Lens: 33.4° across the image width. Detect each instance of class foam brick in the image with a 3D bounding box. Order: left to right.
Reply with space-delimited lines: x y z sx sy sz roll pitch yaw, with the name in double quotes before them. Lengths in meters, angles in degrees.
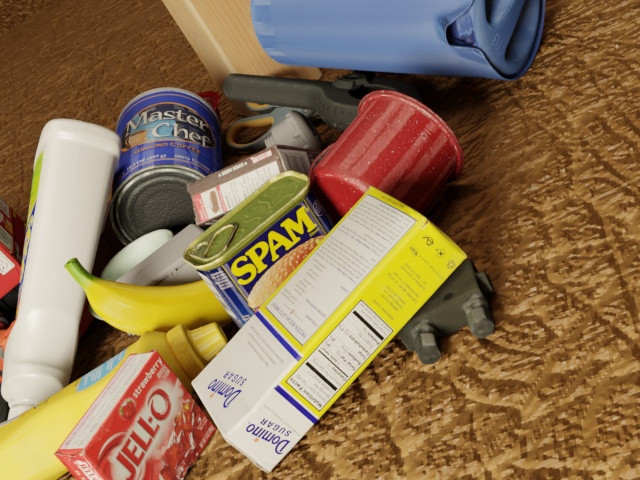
"foam brick" -0.211 0.008 1.028 0.053 0.051 0.078 -29 25 10

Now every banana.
"banana" -0.084 0.032 0.789 0.197 0.069 0.037 -10 10 -21

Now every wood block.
"wood block" -0.097 -0.242 1.162 0.090 0.206 0.090 -39 25 -13

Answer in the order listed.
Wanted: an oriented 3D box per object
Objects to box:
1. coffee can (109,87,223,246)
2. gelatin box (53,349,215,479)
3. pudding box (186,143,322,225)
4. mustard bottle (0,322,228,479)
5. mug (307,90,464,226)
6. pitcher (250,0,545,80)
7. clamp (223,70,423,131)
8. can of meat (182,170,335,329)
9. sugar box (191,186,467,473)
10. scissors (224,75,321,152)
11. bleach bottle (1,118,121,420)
"coffee can" -0.140 -0.063 0.985 0.103 0.102 0.140 -28 35 13
"gelatin box" -0.113 0.125 0.666 0.030 0.073 0.089 -12 32 38
"pudding box" -0.040 -0.042 0.865 0.090 0.039 0.113 -23 -12 25
"mustard bottle" -0.149 0.114 0.743 0.191 0.058 0.096 -32 -1 1
"mug" 0.036 -0.050 0.784 0.117 0.093 0.081 13 55 43
"pitcher" 0.068 -0.211 0.933 0.243 0.149 0.145 7 81 35
"clamp" 0.033 -0.135 0.971 0.164 0.036 0.210 -21 31 -34
"can of meat" -0.032 0.015 0.757 0.102 0.084 0.058 -40 25 -14
"sugar box" 0.002 0.051 0.662 0.176 0.048 0.093 -49 23 -1
"scissors" -0.015 -0.143 1.077 0.202 0.016 0.096 -17 54 34
"bleach bottle" -0.216 0.033 0.867 0.103 0.068 0.251 131 147 -59
